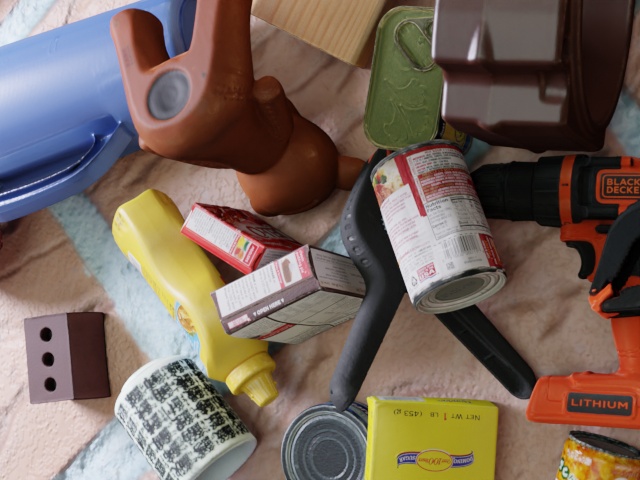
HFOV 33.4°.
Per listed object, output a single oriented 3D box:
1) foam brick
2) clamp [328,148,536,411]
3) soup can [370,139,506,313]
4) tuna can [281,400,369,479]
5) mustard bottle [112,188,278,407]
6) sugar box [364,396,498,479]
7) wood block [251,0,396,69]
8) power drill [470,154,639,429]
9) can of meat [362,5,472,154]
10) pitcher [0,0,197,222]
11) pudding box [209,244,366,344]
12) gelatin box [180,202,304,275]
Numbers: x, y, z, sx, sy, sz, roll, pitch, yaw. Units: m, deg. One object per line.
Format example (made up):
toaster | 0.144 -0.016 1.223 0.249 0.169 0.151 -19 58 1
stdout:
foam brick | -0.225 0.104 0.946 0.053 0.051 0.078 -10 84 27
clamp | 0.074 0.028 0.778 0.036 0.164 0.210 -45 43 52
soup can | 0.081 -0.009 0.734 0.069 0.068 0.102 -27 65 23
tuna can | 0.013 0.168 0.832 0.086 0.033 0.086 -1 87 27
mustard bottle | -0.094 0.053 0.859 0.058 0.096 0.192 -32 71 -14
sugar box | 0.076 0.203 0.774 0.093 0.048 0.176 3 87 -2
wood block | 0.035 -0.242 0.795 0.091 0.090 0.206 27 100 3
power drill | 0.183 0.033 0.731 0.185 0.057 0.187 1 84 26
can of meat | 0.079 -0.112 0.783 0.058 0.083 0.102 9 92 27
pitcher | -0.195 -0.115 0.897 0.243 0.144 0.149 -15 96 23
pudding box | -0.014 0.043 0.807 0.090 0.113 0.039 -28 71 23
gelatin box | -0.055 0.001 0.843 0.073 0.089 0.030 31 100 24
